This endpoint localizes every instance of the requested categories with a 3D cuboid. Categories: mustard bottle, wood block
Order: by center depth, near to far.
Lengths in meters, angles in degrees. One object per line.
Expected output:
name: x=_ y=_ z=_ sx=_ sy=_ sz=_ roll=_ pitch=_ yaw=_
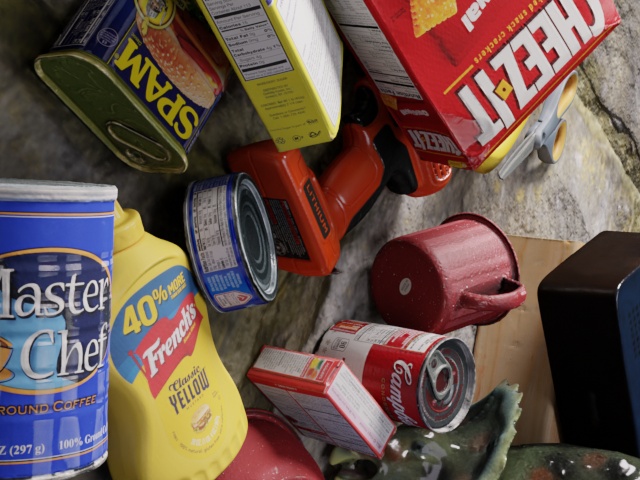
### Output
mustard bottle: x=-0.104 y=0.057 z=0.630 sx=0.096 sy=0.058 sz=0.191 roll=-38 pitch=121 yaw=-44
wood block: x=0.196 y=0.107 z=0.952 sx=0.090 sy=0.090 sz=0.206 roll=17 pitch=82 yaw=-47

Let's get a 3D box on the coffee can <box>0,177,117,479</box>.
coffee can: x=-0.156 y=0.040 z=0.536 sx=0.102 sy=0.103 sz=0.140 roll=-2 pitch=96 yaw=-48

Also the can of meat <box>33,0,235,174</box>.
can of meat: x=-0.101 y=-0.102 z=0.617 sx=0.102 sy=0.058 sz=0.084 roll=49 pitch=56 yaw=-40

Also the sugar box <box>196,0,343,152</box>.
sugar box: x=-0.035 y=-0.144 z=0.618 sx=0.176 sy=0.048 sz=0.093 roll=58 pitch=27 yaw=-45

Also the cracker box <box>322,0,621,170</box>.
cracker box: x=0.089 y=-0.178 z=0.700 sx=0.164 sy=0.072 sz=0.213 roll=-44 pitch=120 yaw=-13

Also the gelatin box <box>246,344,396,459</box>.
gelatin box: x=0.002 y=0.112 z=0.745 sx=0.089 sy=0.073 sz=0.030 roll=52 pitch=58 yaw=-38

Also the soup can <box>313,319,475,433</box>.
soup can: x=0.052 y=0.097 z=0.778 sx=0.068 sy=0.102 sz=0.068 roll=-8 pitch=101 yaw=-48

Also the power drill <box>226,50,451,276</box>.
power drill: x=0.018 y=-0.078 z=0.752 sx=0.187 sy=0.057 sz=0.184 roll=-44 pitch=124 yaw=-36

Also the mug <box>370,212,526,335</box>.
mug: x=0.101 y=0.033 z=0.819 sx=0.081 sy=0.117 sz=0.093 roll=-14 pitch=114 yaw=-42

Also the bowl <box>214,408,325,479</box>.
bowl: x=-0.041 y=0.198 z=0.722 sx=0.161 sy=0.055 sz=0.162 roll=-7 pitch=100 yaw=-47

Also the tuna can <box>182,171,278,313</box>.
tuna can: x=-0.054 y=0.001 z=0.666 sx=0.086 sy=0.034 sz=0.086 roll=-12 pitch=90 yaw=-79

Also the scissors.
scissors: x=0.192 y=-0.079 z=0.946 sx=0.201 sy=0.016 sz=0.096 roll=-54 pitch=149 yaw=-40
